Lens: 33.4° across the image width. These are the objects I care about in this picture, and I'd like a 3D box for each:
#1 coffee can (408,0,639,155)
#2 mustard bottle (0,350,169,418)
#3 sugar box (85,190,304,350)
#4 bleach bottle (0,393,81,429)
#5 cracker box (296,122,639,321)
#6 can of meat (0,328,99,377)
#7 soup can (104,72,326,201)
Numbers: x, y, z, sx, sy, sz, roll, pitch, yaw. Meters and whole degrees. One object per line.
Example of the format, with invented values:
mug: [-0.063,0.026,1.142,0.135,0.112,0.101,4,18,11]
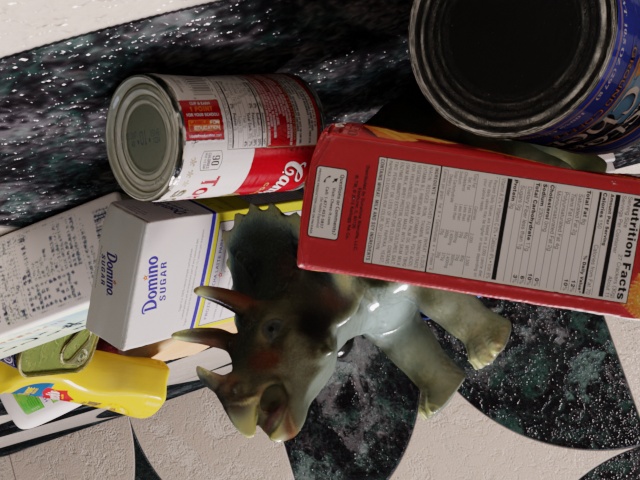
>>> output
coffee can: [0.121,-0.099,0.550,0.103,0.103,0.140,-23,169,30]
mustard bottle: [-0.247,0.126,1.015,0.191,0.058,0.096,15,162,-24]
sugar box: [-0.080,0.013,0.750,0.048,0.093,0.175,26,-160,34]
bleach bottle: [-0.284,0.138,1.278,0.251,0.102,0.068,-30,174,29]
cracker box: [0.103,-0.012,0.548,0.214,0.072,0.164,8,-174,4]
can of meat: [-0.254,0.075,0.922,0.084,0.057,0.102,20,-175,23]
soup can: [-0.056,-0.057,0.578,0.102,0.068,0.069,-8,167,-44]
